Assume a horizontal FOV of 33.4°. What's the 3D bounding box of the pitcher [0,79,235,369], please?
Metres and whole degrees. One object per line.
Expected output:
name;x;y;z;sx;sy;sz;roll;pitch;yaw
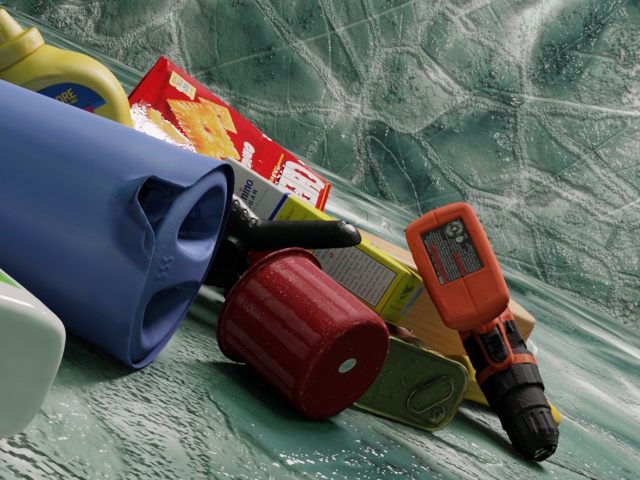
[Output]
pitcher;-0.184;-0.025;0.654;0.243;0.149;0.144;24;22;8

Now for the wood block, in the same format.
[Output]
wood block;0.087;0.065;1.026;0.206;0.091;0.090;25;8;-12

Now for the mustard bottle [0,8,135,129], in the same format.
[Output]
mustard bottle;-0.171;-0.070;0.729;0.191;0.096;0.058;60;9;-20

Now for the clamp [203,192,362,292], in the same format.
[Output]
clamp;-0.055;0.001;0.787;0.171;0.120;0.039;36;18;2

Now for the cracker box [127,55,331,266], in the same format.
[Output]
cracker box;-0.099;-0.061;0.997;0.213;0.072;0.164;36;28;-11

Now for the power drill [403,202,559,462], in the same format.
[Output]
power drill;0.131;0.070;0.849;0.187;0.057;0.184;59;8;-55

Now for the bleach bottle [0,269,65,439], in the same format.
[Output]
bleach bottle;-0.219;0.007;0.506;0.102;0.068;0.251;19;8;-44

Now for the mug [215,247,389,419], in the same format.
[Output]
mug;-0.007;0.072;0.719;0.082;0.093;0.117;37;-24;36

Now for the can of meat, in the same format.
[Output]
can of meat;0.048;0.095;0.816;0.102;0.057;0.084;23;5;-29

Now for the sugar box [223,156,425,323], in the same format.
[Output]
sugar box;-0.004;-0.001;0.850;0.176;0.048;0.093;36;2;17
